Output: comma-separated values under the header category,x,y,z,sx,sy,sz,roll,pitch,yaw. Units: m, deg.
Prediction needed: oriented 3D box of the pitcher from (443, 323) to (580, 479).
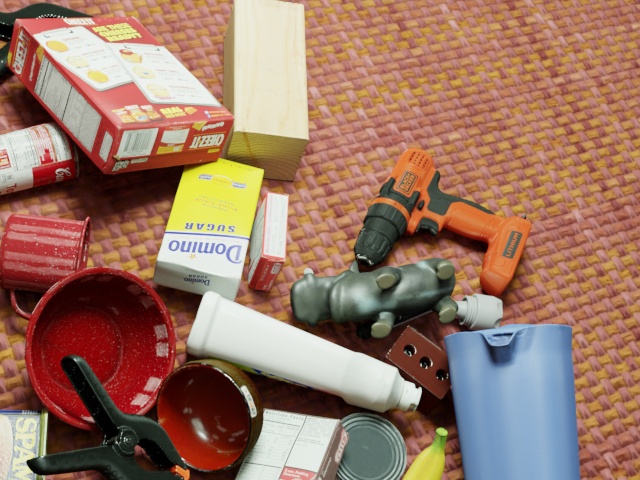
category,x,y,z,sx,sy,sz,roll,pitch,yaw
pitcher,0.207,0.210,1.106,0.149,0.145,0.243,3,77,-30

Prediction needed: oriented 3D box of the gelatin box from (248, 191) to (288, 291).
category,x,y,z,sx,sy,sz,roll,pitch,yaw
gelatin box,-0.058,0.002,1.199,0.030,0.073,0.089,9,58,-13

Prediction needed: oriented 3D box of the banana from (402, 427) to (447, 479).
category,x,y,z,sx,sy,sz,roll,pitch,yaw
banana,0.074,0.281,1.079,0.037,0.069,0.197,17,58,35

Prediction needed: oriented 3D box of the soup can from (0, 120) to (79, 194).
category,x,y,z,sx,sy,sz,roll,pitch,yaw
soup can,-0.326,-0.091,1.177,0.102,0.069,0.068,-16,66,-24

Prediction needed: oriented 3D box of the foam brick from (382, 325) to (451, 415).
category,x,y,z,sx,sy,sz,roll,pitch,yaw
foam brick,0.108,0.144,1.177,0.078,0.051,0.053,36,57,6

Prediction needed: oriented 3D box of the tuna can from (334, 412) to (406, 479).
category,x,y,z,sx,sy,sz,roll,pitch,yaw
tuna can,0.045,0.227,1.119,0.086,0.034,0.086,7,58,-12

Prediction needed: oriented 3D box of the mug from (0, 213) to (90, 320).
category,x,y,z,sx,sy,sz,roll,pitch,yaw
mug,-0.289,0.028,1.110,0.081,0.093,0.117,7,77,-7

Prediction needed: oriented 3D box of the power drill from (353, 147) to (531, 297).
category,x,y,z,sx,sy,sz,roll,pitch,yaw
power drill,0.147,-0.008,1.276,0.187,0.057,0.184,29,57,1

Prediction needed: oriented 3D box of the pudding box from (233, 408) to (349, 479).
category,x,y,z,sx,sy,sz,roll,pitch,yaw
pudding box,-0.033,0.228,1.069,0.090,0.039,0.113,4,49,28

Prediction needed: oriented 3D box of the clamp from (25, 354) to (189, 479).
category,x,y,z,sx,sy,sz,roll,pitch,yaw
clamp,-0.197,0.185,1.024,0.171,0.039,0.120,31,56,-38

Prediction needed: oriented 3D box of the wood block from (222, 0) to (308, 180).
category,x,y,z,sx,sy,sz,roll,pitch,yaw
wood block,-0.069,-0.186,1.298,0.090,0.091,0.206,6,59,-13

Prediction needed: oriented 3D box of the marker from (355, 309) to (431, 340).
category,x,y,z,sx,sy,sz,roll,pitch,yaw
marker,0.093,0.087,1.226,0.120,0.020,0.020,-20,68,-26

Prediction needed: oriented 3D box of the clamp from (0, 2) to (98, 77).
category,x,y,z,sx,sy,sz,roll,pitch,yaw
clamp,-0.365,-0.249,1.278,0.209,0.036,0.164,-18,67,-27

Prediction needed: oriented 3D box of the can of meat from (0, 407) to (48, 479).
category,x,y,z,sx,sy,sz,roll,pitch,yaw
can of meat,-0.303,0.210,1.012,0.084,0.057,0.102,3,59,-12

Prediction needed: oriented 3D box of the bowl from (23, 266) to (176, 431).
category,x,y,z,sx,sy,sz,roll,pitch,yaw
bowl,-0.228,0.109,1.072,0.161,0.055,0.162,5,82,-35

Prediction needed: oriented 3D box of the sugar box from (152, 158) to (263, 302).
category,x,y,z,sx,sy,sz,roll,pitch,yaw
sugar box,-0.122,-0.019,1.189,0.093,0.048,0.176,13,44,-6

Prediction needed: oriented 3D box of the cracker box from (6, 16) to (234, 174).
category,x,y,z,sx,sy,sz,roll,pitch,yaw
cracker box,-0.226,-0.167,1.201,0.163,0.072,0.214,-13,48,-46

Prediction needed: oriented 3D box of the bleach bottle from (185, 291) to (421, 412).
category,x,y,z,sx,sy,sz,roll,pitch,yaw
bleach bottle,-0.014,0.127,1.120,0.250,0.103,0.068,20,80,-4
